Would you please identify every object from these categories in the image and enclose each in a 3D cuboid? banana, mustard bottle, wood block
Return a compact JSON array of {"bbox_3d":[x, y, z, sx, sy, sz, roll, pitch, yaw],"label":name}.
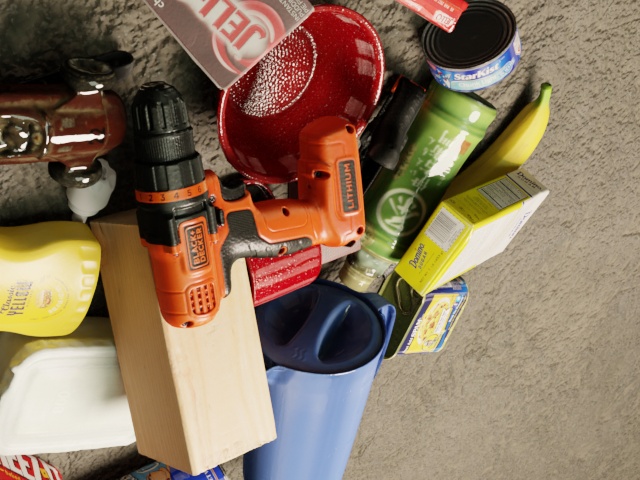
[{"bbox_3d":[0.171,-0.079,1.103,0.198,0.037,0.069,-46,137,3],"label":"banana"},{"bbox_3d":[-0.268,0.029,0.808,0.191,0.058,0.096,2,125,-38],"label":"mustard bottle"},{"bbox_3d":[-0.112,0.074,0.883,0.090,0.091,0.206,-18,105,-37],"label":"wood block"}]

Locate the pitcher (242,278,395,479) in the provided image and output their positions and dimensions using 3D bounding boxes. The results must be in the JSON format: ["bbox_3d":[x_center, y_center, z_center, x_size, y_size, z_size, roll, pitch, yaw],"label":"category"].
[{"bbox_3d":[-0.009,0.163,1.093,0.149,0.145,0.243,7,130,-3],"label":"pitcher"}]

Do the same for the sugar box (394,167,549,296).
[{"bbox_3d":[0.152,-0.012,1.052,0.175,0.048,0.093,-25,154,-54],"label":"sugar box"}]

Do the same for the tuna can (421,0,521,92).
[{"bbox_3d":[0.135,-0.174,0.955,0.086,0.086,0.033,-39,141,-7],"label":"tuna can"}]

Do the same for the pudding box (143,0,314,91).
[{"bbox_3d":[-0.074,-0.179,0.772,0.090,0.039,0.113,-43,103,-4],"label":"pudding box"}]

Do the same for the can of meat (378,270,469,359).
[{"bbox_3d":[0.106,0.078,1.166,0.083,0.057,0.102,1,123,-43],"label":"can of meat"}]

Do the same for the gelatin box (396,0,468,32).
[{"bbox_3d":[0.065,-0.208,0.864,0.073,0.089,0.030,18,111,-47],"label":"gelatin box"}]

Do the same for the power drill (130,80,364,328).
[{"bbox_3d":[-0.056,-0.042,0.819,0.187,0.057,0.184,-18,112,-34],"label":"power drill"}]

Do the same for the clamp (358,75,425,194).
[{"bbox_3d":[0.049,-0.080,0.939,0.120,0.039,0.171,-44,-170,40],"label":"clamp"}]

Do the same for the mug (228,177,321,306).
[{"bbox_3d":[-0.056,0.001,0.952,0.081,0.093,0.117,-21,98,-33],"label":"mug"}]

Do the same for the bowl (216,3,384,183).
[{"bbox_3d":[-0.027,-0.129,0.880,0.161,0.055,0.162,-22,135,-24],"label":"bowl"}]
